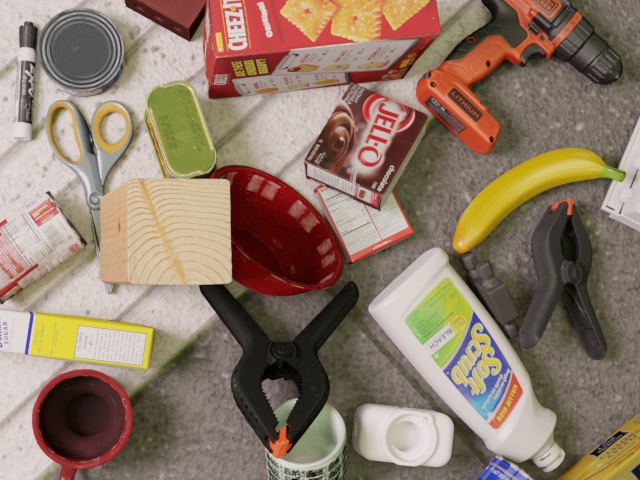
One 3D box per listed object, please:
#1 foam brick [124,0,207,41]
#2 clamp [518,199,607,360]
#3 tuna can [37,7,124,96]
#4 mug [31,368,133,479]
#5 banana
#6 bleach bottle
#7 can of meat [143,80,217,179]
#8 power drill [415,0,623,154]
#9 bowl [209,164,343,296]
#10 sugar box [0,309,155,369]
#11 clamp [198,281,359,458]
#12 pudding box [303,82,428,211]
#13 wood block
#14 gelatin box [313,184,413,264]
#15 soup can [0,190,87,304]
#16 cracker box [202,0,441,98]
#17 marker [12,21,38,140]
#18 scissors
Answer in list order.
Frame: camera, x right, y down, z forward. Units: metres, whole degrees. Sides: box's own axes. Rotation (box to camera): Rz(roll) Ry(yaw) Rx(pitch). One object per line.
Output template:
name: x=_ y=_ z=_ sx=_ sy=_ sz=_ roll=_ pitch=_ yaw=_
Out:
foam brick: x=-0.155 y=-0.249 z=1.094 sx=0.078 sy=0.053 sz=0.051 roll=29 pitch=82 yaw=-4
clamp: x=0.246 y=0.041 z=1.114 sx=0.120 sy=0.039 sz=0.171 roll=3 pitch=76 yaw=-42
tuna can: x=-0.242 y=-0.190 z=1.086 sx=0.086 sy=0.034 sz=0.086 roll=1 pitch=85 yaw=-8
mug: x=-0.230 y=0.181 z=1.033 sx=0.093 sy=0.081 sz=0.117 roll=13 pitch=83 yaw=-7
banana: x=0.217 y=-0.052 z=1.124 sx=0.197 sy=0.070 sz=0.037 roll=-26 pitch=128 yaw=-3
bleach bottle: x=0.166 y=0.132 z=1.102 sx=0.102 sy=0.068 sz=0.251 roll=-42 pitch=94 yaw=-8
can of meat: x=-0.139 y=-0.104 z=1.067 sx=0.057 sy=0.084 sz=0.102 roll=-19 pitch=88 yaw=-9
power drill: x=0.207 y=-0.184 z=1.136 sx=0.184 sy=0.057 sz=0.187 roll=41 pitch=79 yaw=1
bowl: x=-0.057 y=0.001 z=1.057 sx=0.162 sy=0.162 sz=0.055 roll=41 pitch=119 yaw=-3
sugar box: x=-0.250 y=0.093 z=1.032 sx=0.176 sy=0.093 sz=0.048 roll=10 pitch=83 yaw=-7
clamp: x=-0.049 y=0.111 z=1.041 sx=0.164 sy=0.036 sz=0.210 roll=9 pitch=48 yaw=-2
pudding box: x=0.047 y=-0.097 z=1.091 sx=0.090 sy=0.039 sz=0.113 roll=24 pitch=67 yaw=13
wood block: x=-0.149 y=-0.004 z=0.989 sx=0.090 sy=0.206 sz=0.091 roll=0 pitch=88 yaw=-18
gelatin box: x=0.044 y=-0.030 z=1.113 sx=0.073 sy=0.030 sz=0.089 roll=-26 pitch=86 yaw=-9
soup can: x=-0.289 y=0.006 z=1.046 sx=0.102 sy=0.068 sz=0.068 roll=-36 pitch=91 yaw=-9
cracker box: x=-0.006 y=-0.201 z=1.053 sx=0.213 sy=0.164 sz=0.072 roll=-7 pitch=85 yaw=-9
marker: x=-0.300 y=-0.163 z=1.084 sx=0.020 sy=0.020 sz=0.121 roll=2 pitch=85 yaw=-8
scissors: x=-0.214 y=-0.056 z=1.088 sx=0.096 sy=0.016 sz=0.202 roll=-24 pitch=89 yaw=-9
